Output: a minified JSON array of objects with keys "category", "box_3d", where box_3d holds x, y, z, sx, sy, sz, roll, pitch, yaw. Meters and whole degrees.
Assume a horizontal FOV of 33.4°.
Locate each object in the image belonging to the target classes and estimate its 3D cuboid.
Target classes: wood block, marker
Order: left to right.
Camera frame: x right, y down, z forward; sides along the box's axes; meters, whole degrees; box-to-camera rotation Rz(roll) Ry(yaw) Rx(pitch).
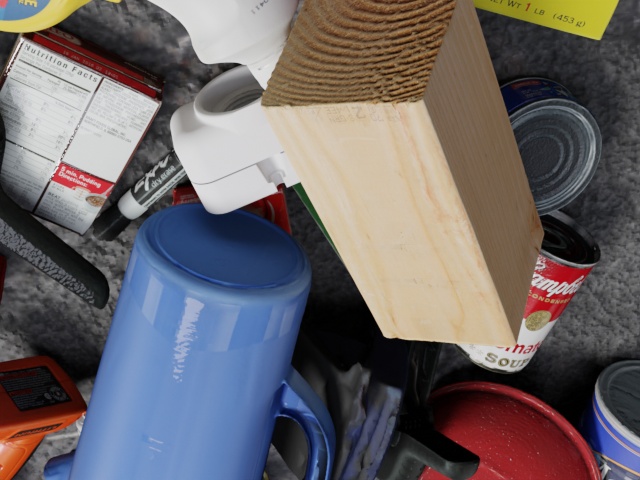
[{"category":"marker","box_3d":[-0.103,-0.039,0.686,0.121,0.020,0.020,-39,120,20]},{"category":"wood block","box_3d":[0.055,-0.036,0.599,0.090,0.090,0.206,2,143,27]}]

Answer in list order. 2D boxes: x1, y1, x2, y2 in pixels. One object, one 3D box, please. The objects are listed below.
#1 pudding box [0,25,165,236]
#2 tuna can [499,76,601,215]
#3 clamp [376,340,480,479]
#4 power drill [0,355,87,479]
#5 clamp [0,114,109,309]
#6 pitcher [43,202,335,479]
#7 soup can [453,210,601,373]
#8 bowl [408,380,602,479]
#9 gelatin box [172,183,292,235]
[{"category":"pudding box","box_3d":[-0.158,-0.067,0.648,0.090,0.039,0.114,25,116,-19]},{"category":"tuna can","box_3d":[0.134,-0.058,0.681,0.086,0.034,0.086,-7,122,-12]},{"category":"clamp","box_3d":[0.066,0.138,0.766,0.039,0.120,0.172,3,144,-14]},{"category":"power drill","box_3d":[-0.261,0.166,0.740,0.188,0.057,0.184,-50,160,23]},{"category":"clamp","box_3d":[-0.211,-0.027,0.614,0.164,0.036,0.210,-10,114,-18]},{"category":"pitcher","box_3d":[-0.076,0.106,0.685,0.149,0.145,0.243,-4,126,-34]},{"category":"soup can","box_3d":[0.137,0.033,0.734,0.068,0.068,0.102,16,122,-17]},{"category":"bowl","box_3d":[0.126,0.188,0.800,0.162,0.055,0.162,15,121,26]},{"category":"gelatin box","box_3d":[-0.055,0.001,0.712,0.073,0.030,0.089,-9,126,0]}]
